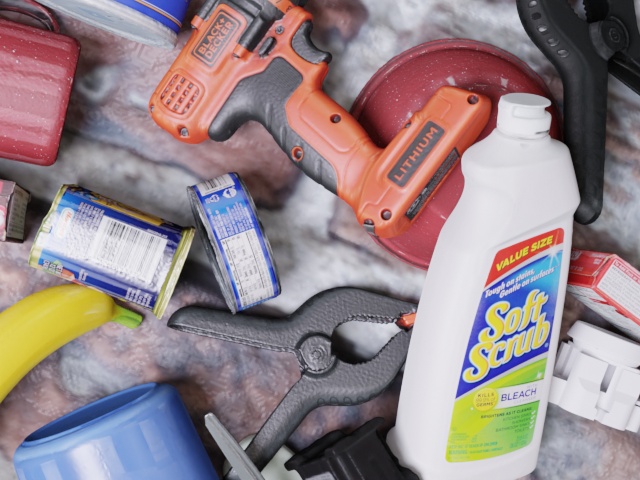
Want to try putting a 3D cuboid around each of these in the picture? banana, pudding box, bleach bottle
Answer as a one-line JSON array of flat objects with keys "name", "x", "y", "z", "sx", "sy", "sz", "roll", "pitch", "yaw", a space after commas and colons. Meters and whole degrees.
[{"name": "banana", "x": -0.188, "y": 0.085, "z": 0.637, "sx": 0.197, "sy": 0.037, "sz": 0.069, "roll": -44, "pitch": 113, "yaw": -30}, {"name": "pudding box", "x": -0.222, "y": -0.023, "z": 0.630, "sx": 0.090, "sy": 0.113, "sz": 0.039, "roll": 12, "pitch": 89, "yaw": -10}, {"name": "bleach bottle", "x": 0.103, "y": 0.034, "z": 0.666, "sx": 0.102, "sy": 0.068, "sz": 0.251, "roll": -5, "pitch": 115, "yaw": -21}]

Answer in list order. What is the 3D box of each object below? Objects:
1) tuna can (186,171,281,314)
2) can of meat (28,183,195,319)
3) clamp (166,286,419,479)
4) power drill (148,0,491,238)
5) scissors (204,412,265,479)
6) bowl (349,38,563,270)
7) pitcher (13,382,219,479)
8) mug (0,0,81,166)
[{"name": "tuna can", "x": -0.054, "y": 0.001, "z": 0.671, "sx": 0.033, "sy": 0.086, "sz": 0.086, "roll": -20, "pitch": 97, "yaw": -9}, {"name": "can of meat", "x": -0.125, "y": 0.004, "z": 0.654, "sx": 0.084, "sy": 0.102, "sz": 0.057, "roll": 22, "pitch": 90, "yaw": -8}, {"name": "clamp", "x": -0.014, "y": 0.071, "z": 0.705, "sx": 0.171, "sy": 0.039, "sz": 0.120, "roll": -28, "pitch": 89, "yaw": -14}, {"name": "power drill", "x": 0.009, "y": -0.105, "z": 0.658, "sx": 0.188, "sy": 0.057, "sz": 0.184, "roll": 36, "pitch": 95, "yaw": 15}, {"name": "scissors", "x": -0.031, "y": 0.192, "z": 0.689, "sx": 0.201, "sy": 0.096, "sz": 0.016, "roll": 48, "pitch": 43, "yaw": -13}, {"name": "bowl", "x": 0.097, "y": -0.055, "z": 0.706, "sx": 0.162, "sy": 0.055, "sz": 0.162, "roll": -1, "pitch": 94, "yaw": -9}, {"name": "pitcher", "x": -0.101, "y": 0.220, "z": 0.652, "sx": 0.145, "sy": 0.149, "sz": 0.243, "roll": -22, "pitch": 93, "yaw": -12}, {"name": "mug", "x": -0.192, "y": -0.102, "z": 0.649, "sx": 0.081, "sy": 0.093, "sz": 0.117, "roll": 12, "pitch": 56, "yaw": -14}]
